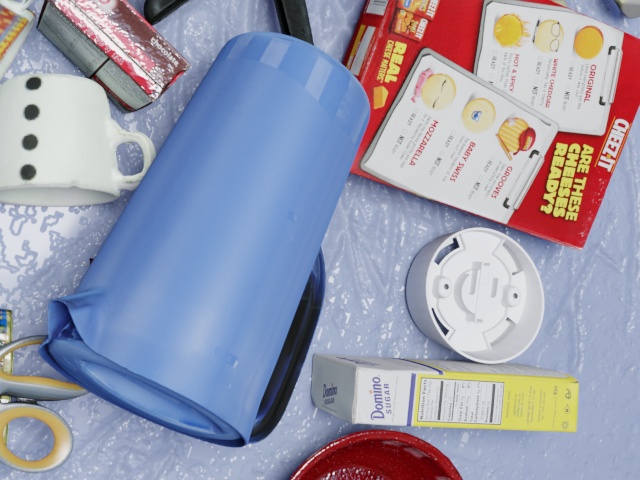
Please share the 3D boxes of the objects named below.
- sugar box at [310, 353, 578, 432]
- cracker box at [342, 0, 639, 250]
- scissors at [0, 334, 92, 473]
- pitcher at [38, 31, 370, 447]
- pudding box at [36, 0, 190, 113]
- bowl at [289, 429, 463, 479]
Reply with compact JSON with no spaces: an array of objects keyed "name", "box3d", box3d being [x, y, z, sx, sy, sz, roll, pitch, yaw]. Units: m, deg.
[{"name":"sugar box","box3d":[0.089,0.112,0.781,0.176,0.093,0.048,3,89,-18]},{"name":"cracker box","box3d":[0.120,-0.103,0.788,0.213,0.072,0.164,17,99,-19]},{"name":"scissors","box3d":[-0.232,0.099,0.649,0.201,0.016,0.096,-1,91,-24]},{"name":"pitcher","box3d":[-0.054,0.001,0.666,0.145,0.149,0.242,24,69,2]},{"name":"pudding box","box3d":[-0.136,-0.127,0.689,0.090,0.114,0.039,45,77,-15]},{"name":"bowl","box3d":[0.030,0.214,0.780,0.162,0.055,0.162,0,91,-19]}]
